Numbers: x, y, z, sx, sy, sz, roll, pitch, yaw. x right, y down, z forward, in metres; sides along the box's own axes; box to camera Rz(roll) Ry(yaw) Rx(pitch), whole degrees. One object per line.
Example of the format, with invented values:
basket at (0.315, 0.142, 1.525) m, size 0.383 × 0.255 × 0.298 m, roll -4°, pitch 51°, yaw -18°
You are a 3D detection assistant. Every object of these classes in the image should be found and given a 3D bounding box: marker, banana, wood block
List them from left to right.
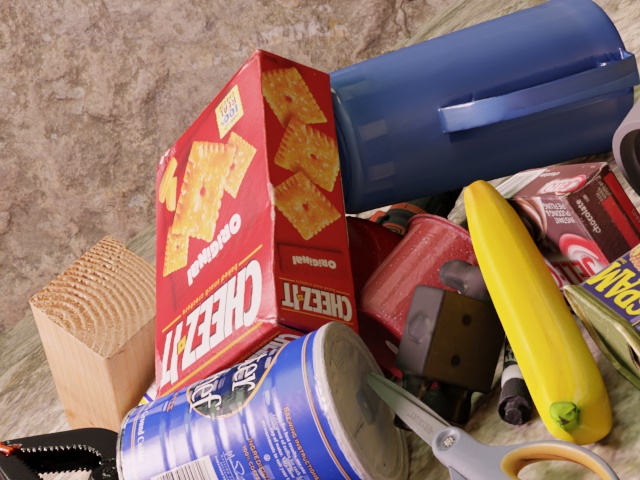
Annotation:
wood block at (-0.173, 0.106, 0.928) m, size 0.090 × 0.090 × 0.206 m, roll -45°, pitch -24°, yaw -30°
marker at (0.117, 0.071, 0.628) m, size 0.020 × 0.020 × 0.121 m, roll -33°, pitch 12°, yaw 23°
banana at (0.116, 0.042, 0.563) m, size 0.037 × 0.069 × 0.198 m, roll -18°, pitch 35°, yaw 4°

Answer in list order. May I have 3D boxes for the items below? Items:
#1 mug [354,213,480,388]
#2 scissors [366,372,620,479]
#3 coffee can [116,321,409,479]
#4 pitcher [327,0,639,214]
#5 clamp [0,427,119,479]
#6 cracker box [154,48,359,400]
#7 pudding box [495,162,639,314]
mug at (0.070, 0.048, 0.717) m, size 0.081 × 0.093 × 0.117 m, roll -47°, pitch -17°, yaw -21°
scissors at (0.059, 0.118, 0.520) m, size 0.096 × 0.016 × 0.202 m, roll -51°, pitch 29°, yaw -20°
coffee can at (-0.033, 0.121, 0.628) m, size 0.140 × 0.103 × 0.102 m, roll -25°, pitch 15°, yaw 18°
pitcher at (0.115, -0.103, 0.827) m, size 0.242 × 0.145 × 0.149 m, roll -18°, pitch -34°, yaw -18°
clamp at (-0.133, 0.168, 0.740) m, size 0.210 × 0.036 × 0.164 m, roll 13°, pitch 34°, yaw 27°
cracker box at (-0.055, 0.001, 0.748) m, size 0.164 × 0.072 × 0.213 m, roll -40°, pitch 45°, yaw 44°
pudding box at (0.150, 0.001, 0.621) m, size 0.039 × 0.090 × 0.114 m, roll -37°, pitch 10°, yaw -9°
